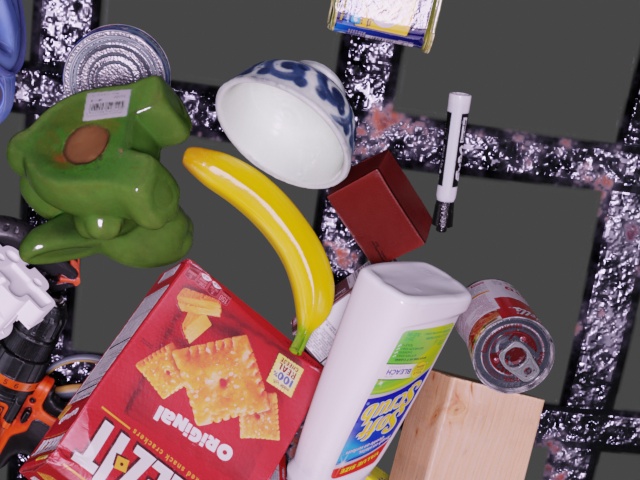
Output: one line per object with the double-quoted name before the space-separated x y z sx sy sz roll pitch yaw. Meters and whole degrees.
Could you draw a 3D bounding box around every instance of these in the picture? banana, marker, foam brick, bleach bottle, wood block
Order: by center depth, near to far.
"foam brick" 0.051 -0.027 0.898 0.053 0.051 0.078 -26 108 24
"bleach bottle" 0.036 0.141 0.899 0.102 0.068 0.251 -2 120 -46
"banana" -0.040 -0.004 0.900 0.069 0.037 0.198 -32 92 -30
"marker" 0.111 -0.065 0.912 0.020 0.020 0.121 5 107 -5
"wood block" 0.112 0.223 0.928 0.090 0.090 0.206 16 87 -13

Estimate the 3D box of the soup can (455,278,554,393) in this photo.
"soup can" 0.154 0.079 0.915 0.068 0.102 0.068 -1 107 -3

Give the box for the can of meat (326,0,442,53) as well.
"can of meat" 0.055 -0.207 0.847 0.084 0.057 0.102 11 105 -4

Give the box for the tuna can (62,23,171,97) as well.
"tuna can" -0.166 -0.132 0.870 0.086 0.034 0.086 -1 107 -3

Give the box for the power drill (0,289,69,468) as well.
"power drill" -0.211 0.152 0.926 0.187 0.057 0.185 30 108 -9

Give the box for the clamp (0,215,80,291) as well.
"clamp" -0.308 0.019 0.887 0.209 0.036 0.165 14 131 -26

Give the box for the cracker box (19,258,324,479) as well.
"cracker box" -0.111 0.146 0.874 0.164 0.213 0.072 41 145 -13

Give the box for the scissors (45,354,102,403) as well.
"scissors" -0.274 0.156 0.961 0.202 0.016 0.096 -15 107 2

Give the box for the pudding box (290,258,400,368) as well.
"pudding box" 0.044 0.076 0.942 0.113 0.039 0.090 -37 105 10
